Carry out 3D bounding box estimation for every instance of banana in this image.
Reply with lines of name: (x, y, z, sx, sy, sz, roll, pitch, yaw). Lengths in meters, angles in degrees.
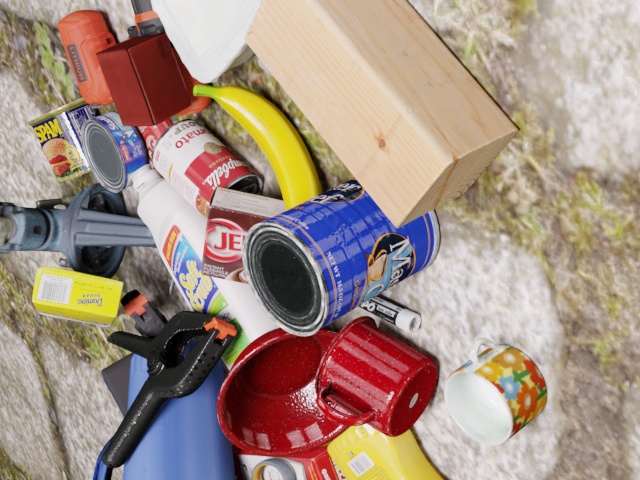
banana: (-0.042, -0.074, 0.998, 0.198, 0.069, 0.037, 56, 161, 10)

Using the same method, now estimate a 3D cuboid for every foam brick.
foam brick: (-0.170, -0.155, 1.031, 0.051, 0.052, 0.078, 1, 116, 43)

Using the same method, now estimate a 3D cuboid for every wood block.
wood block: (0.044, -0.125, 0.847, 0.206, 0.090, 0.091, 52, 141, 14)

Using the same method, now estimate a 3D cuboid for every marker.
marker: (0.044, 0.058, 1.018, 0.121, 0.020, 0.020, 24, 129, 40)

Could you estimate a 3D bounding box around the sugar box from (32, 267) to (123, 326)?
sugar box: (-0.278, 0.068, 1.221, 0.176, 0.093, 0.048, 139, 142, -74)

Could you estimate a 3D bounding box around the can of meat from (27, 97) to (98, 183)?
can of meat: (-0.298, -0.121, 1.286, 0.102, 0.057, 0.084, -9, 108, 52)

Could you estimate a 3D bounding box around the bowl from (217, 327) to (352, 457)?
bowl: (-0.031, 0.140, 1.073, 0.055, 0.162, 0.162, -119, 25, -52)

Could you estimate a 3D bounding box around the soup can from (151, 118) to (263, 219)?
soup can: (-0.116, -0.069, 1.091, 0.102, 0.068, 0.069, 43, 139, 25)

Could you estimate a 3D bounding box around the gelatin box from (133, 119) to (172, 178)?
gelatin box: (-0.186, -0.099, 1.186, 0.073, 0.030, 0.089, 57, 143, 7)

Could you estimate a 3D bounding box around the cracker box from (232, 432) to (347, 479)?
cracker box: (-0.020, 0.299, 1.201, 0.214, 0.072, 0.164, -12, 101, 54)

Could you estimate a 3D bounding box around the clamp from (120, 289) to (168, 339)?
clamp: (-0.194, 0.110, 1.276, 0.120, 0.039, 0.171, 42, 171, 11)

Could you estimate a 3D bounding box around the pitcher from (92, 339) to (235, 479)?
pitcher: (-0.168, 0.239, 1.189, 0.145, 0.149, 0.243, 130, 143, -48)

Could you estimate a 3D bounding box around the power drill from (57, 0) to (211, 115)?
power drill: (-0.200, -0.214, 1.108, 0.188, 0.057, 0.184, 2, 113, 50)

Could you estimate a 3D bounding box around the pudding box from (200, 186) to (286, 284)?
pudding box: (-0.057, 0.001, 1.040, 0.113, 0.039, 0.090, 10, 132, -2)

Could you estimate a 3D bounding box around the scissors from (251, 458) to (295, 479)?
scissors: (-0.070, 0.298, 1.186, 0.096, 0.016, 0.202, 58, 144, 12)

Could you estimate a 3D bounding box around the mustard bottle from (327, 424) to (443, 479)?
mustard bottle: (0.091, 0.260, 1.054, 0.192, 0.058, 0.096, 54, 135, 11)

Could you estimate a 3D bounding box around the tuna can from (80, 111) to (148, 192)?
tuna can: (-0.228, -0.099, 1.182, 0.086, 0.033, 0.086, 33, 137, 37)

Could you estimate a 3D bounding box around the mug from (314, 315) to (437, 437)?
mug: (0.047, 0.133, 0.985, 0.082, 0.117, 0.093, 29, 128, 30)

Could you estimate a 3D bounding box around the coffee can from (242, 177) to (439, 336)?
coffee can: (0.019, 0.007, 0.915, 0.103, 0.140, 0.103, 28, 132, 37)

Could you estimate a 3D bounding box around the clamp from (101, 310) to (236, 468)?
clamp: (-0.167, 0.143, 1.129, 0.210, 0.036, 0.164, -28, 50, 38)

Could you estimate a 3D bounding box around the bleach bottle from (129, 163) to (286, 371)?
bleach bottle: (-0.125, 0.030, 1.148, 0.251, 0.068, 0.103, 54, 140, 5)
